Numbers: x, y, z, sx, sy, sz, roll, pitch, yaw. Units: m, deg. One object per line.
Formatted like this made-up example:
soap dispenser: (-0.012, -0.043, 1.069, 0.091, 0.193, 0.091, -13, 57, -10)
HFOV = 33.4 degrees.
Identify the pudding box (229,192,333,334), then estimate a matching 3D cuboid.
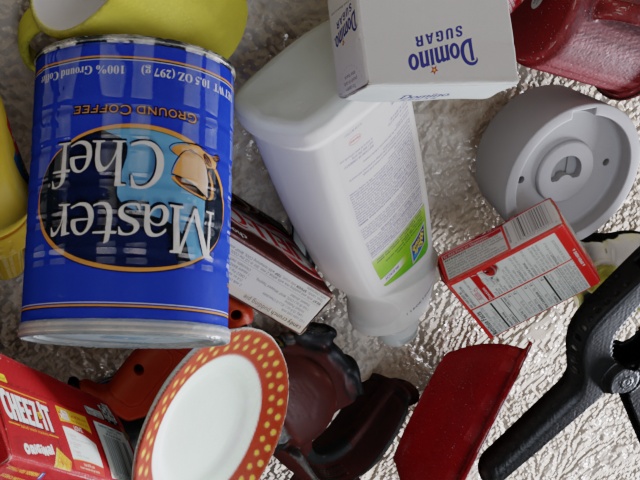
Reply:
pudding box: (-0.054, 0.001, 0.648, 0.113, 0.090, 0.039, 31, 102, -36)

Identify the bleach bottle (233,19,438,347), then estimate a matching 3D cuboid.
bleach bottle: (0.025, -0.013, 0.681, 0.102, 0.068, 0.251, -43, 141, -23)

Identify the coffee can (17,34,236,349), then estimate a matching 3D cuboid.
coffee can: (-0.095, -0.019, 0.534, 0.102, 0.103, 0.140, 6, 79, -30)

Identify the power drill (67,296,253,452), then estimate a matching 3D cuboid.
power drill: (-0.143, 0.081, 0.654, 0.184, 0.057, 0.188, 32, 97, -13)

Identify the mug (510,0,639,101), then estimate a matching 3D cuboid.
mug: (0.175, -0.139, 0.668, 0.081, 0.117, 0.093, 9, 102, -26)

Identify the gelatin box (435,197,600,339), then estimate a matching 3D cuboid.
gelatin box: (0.134, 0.020, 0.722, 0.089, 0.030, 0.073, -29, 133, 16)

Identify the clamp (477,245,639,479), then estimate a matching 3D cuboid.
clamp: (0.218, 0.096, 0.771, 0.164, 0.036, 0.210, 7, 118, -25)

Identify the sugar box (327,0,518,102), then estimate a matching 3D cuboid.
sugar box: (0.047, -0.164, 0.572, 0.093, 0.048, 0.176, -4, 87, -22)

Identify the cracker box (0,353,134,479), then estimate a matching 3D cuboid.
cracker box: (-0.219, 0.143, 0.547, 0.214, 0.072, 0.164, -29, 157, 4)

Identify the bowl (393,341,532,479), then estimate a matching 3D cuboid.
bowl: (0.100, 0.137, 0.802, 0.162, 0.055, 0.162, -58, 167, -23)
